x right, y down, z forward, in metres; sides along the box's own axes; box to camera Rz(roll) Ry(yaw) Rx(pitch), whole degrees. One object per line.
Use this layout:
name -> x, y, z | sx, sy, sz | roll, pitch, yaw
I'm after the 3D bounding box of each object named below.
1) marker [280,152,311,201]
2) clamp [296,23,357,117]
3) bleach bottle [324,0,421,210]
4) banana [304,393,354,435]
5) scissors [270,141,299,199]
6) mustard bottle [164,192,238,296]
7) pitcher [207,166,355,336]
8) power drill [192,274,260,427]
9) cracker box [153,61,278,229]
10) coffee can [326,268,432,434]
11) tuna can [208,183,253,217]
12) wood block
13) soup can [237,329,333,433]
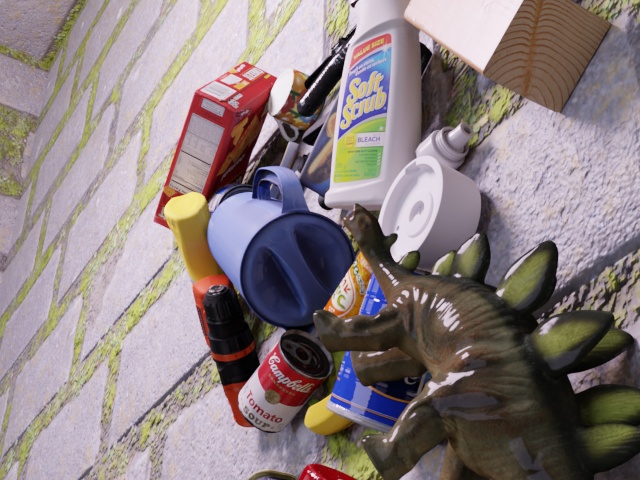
marker -> -0.038, -0.061, 1.401 | 0.121, 0.020, 0.020 | -62, 25, 16
clamp -> 0.028, -0.226, 1.331 | 0.172, 0.039, 0.120 | -47, 18, 30
bleach bottle -> 0.059, -0.159, 1.126 | 0.103, 0.067, 0.251 | -1, 86, 42
banana -> 0.031, 0.149, 1.074 | 0.198, 0.037, 0.069 | -45, 35, 44
scissors -> -0.071, -0.044, 1.431 | 0.096, 0.016, 0.202 | -72, 6, -71
mustard bottle -> -0.152, 0.037, 1.421 | 0.096, 0.058, 0.191 | -124, 16, -68
pitcher -> -0.058, 0.002, 1.263 | 0.149, 0.145, 0.243 | -52, 21, -3
power drill -> -0.114, 0.110, 1.294 | 0.188, 0.057, 0.184 | -120, 17, -66
cracker box -> -0.143, -0.127, 1.499 | 0.214, 0.072, 0.164 | -67, -9, 29
coffee can -> 0.075, 0.098, 0.942 | 0.103, 0.102, 0.140 | 11, 81, 66
tuna can -> -0.109, -0.035, 1.451 | 0.034, 0.086, 0.086 | 4, 76, 64
wood block -> 0.166, -0.206, 1.000 | 0.091, 0.090, 0.206 | -61, 25, 16
soup can -> -0.040, 0.156, 1.179 | 0.102, 0.068, 0.068 | -54, 29, 32
